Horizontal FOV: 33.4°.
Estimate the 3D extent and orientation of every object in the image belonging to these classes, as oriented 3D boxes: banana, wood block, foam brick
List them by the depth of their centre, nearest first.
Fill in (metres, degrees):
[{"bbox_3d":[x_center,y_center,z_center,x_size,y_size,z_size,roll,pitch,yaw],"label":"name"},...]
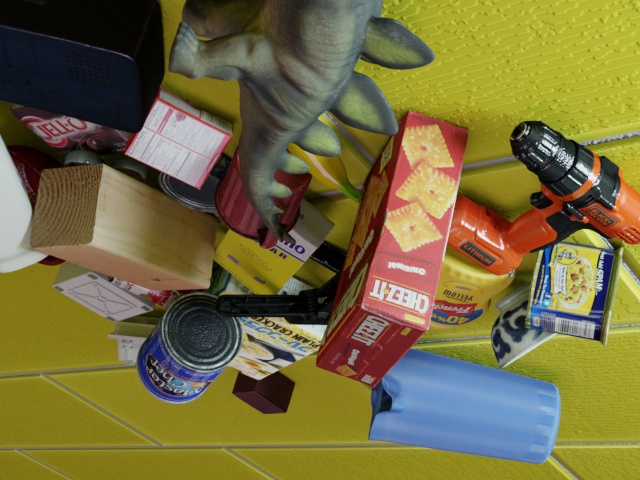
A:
[{"bbox_3d":[-0.020,-0.117,1.009,0.070,0.037,0.197,13,148,44],"label":"banana"},{"bbox_3d":[-0.215,-0.010,1.195,0.091,0.090,0.205,-3,163,30],"label":"wood block"},{"bbox_3d":[-0.088,0.228,1.645,0.053,0.051,0.078,-11,141,42],"label":"foam brick"}]

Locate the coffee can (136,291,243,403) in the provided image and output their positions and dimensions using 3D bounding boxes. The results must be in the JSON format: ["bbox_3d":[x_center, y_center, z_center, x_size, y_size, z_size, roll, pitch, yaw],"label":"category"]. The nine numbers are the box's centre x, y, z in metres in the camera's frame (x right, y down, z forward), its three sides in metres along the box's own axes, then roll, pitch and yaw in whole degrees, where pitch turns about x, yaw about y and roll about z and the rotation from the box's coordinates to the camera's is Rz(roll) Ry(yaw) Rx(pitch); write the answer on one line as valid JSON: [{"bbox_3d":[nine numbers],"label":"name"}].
[{"bbox_3d":[-0.166,0.136,1.336,0.102,0.102,0.140,23,150,-12],"label":"coffee can"}]

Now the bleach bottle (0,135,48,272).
[{"bbox_3d":[-0.360,-0.096,1.122,0.103,0.068,0.251,41,149,55],"label":"bleach bottle"}]

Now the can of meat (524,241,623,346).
[{"bbox_3d":[0.262,0.051,1.104,0.084,0.102,0.057,10,150,16],"label":"can of meat"}]

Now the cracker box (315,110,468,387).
[{"bbox_3d":[0.066,0.010,1.014,0.072,0.213,0.164,19,151,-5],"label":"cracker box"}]

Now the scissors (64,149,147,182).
[{"bbox_3d":[-0.227,-0.063,1.210,0.096,0.016,0.201,3,166,9],"label":"scissors"}]

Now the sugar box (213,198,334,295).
[{"bbox_3d":[-0.058,0.002,1.216,0.093,0.048,0.176,39,151,-1],"label":"sugar box"}]

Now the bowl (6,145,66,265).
[{"bbox_3d":[-0.331,-0.052,1.242,0.162,0.055,0.162,23,135,25],"label":"bowl"}]

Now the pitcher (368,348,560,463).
[{"bbox_3d":[0.188,0.220,1.429,0.243,0.149,0.145,11,136,3],"label":"pitcher"}]

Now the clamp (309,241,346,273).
[{"bbox_3d":[0.051,0.042,1.263,0.120,0.039,0.171,18,158,35],"label":"clamp"}]

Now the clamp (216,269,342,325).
[{"bbox_3d":[-0.002,0.073,1.249,0.165,0.036,0.209,-13,164,25],"label":"clamp"}]

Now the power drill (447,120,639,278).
[{"bbox_3d":[0.201,-0.035,1.029,0.184,0.057,0.188,33,147,-26],"label":"power drill"}]

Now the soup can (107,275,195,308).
[{"bbox_3d":[-0.213,0.043,1.370,0.102,0.068,0.069,26,150,-16],"label":"soup can"}]

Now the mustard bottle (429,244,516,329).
[{"bbox_3d":[0.150,0.055,1.212,0.096,0.058,0.192,13,152,-4],"label":"mustard bottle"}]

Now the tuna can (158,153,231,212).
[{"bbox_3d":[-0.131,-0.068,1.167,0.086,0.033,0.086,13,151,7],"label":"tuna can"}]

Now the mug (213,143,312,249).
[{"bbox_3d":[-0.055,-0.049,1.083,0.093,0.117,0.082,5,149,-15],"label":"mug"}]

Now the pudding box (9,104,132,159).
[{"bbox_3d":[-0.254,-0.128,1.119,0.114,0.039,0.090,-6,146,35],"label":"pudding box"}]

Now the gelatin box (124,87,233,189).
[{"bbox_3d":[-0.144,-0.104,1.084,0.089,0.030,0.073,26,118,-17],"label":"gelatin box"}]
